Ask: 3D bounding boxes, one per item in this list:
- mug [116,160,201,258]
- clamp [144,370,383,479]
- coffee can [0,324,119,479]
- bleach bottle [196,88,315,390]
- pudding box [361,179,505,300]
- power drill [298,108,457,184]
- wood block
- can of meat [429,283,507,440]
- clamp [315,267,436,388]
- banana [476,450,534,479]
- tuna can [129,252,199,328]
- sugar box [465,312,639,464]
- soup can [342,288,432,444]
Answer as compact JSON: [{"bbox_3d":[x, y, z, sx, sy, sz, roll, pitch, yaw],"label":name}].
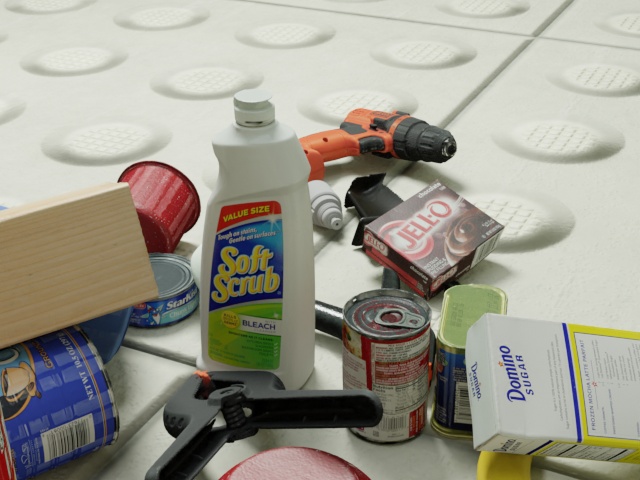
[{"bbox_3d":[-0.186,-0.017,1.078,0.117,0.093,0.081,-24,24,27],"label":"mug"},{"bbox_3d":[-0.070,0.130,0.771,0.164,0.036,0.210,-18,10,-23],"label":"clamp"},{"bbox_3d":[-0.234,0.129,0.782,0.140,0.103,0.103,-20,34,-31],"label":"coffee can"},{"bbox_3d":[-0.056,0.001,0.854,0.103,0.251,0.068,9,30,18],"label":"bleach bottle"},{"bbox_3d":[0.110,-0.002,1.043,0.090,0.039,0.113,38,50,26],"label":"pudding box"},{"bbox_3d":[0.039,-0.104,1.233,0.187,0.057,0.185,-17,21,-31],"label":"power drill"},{"bbox_3d":[-0.236,0.027,0.785,0.205,0.091,0.090,-18,10,-21],"label":"wood block"},{"bbox_3d":[0.120,0.094,0.850,0.057,0.084,0.102,4,29,10],"label":"can of meat"},{"bbox_3d":[0.055,0.074,0.940,0.120,0.039,0.172,-24,39,-27],"label":"clamp"},{"bbox_3d":[0.144,0.181,0.739,0.069,0.037,0.197,0,29,5],"label":"banana"},{"bbox_3d":[-0.156,0.047,1.003,0.086,0.034,0.086,-1,28,0],"label":"tuna can"},{"bbox_3d":[0.194,0.110,0.774,0.176,0.048,0.093,7,61,-14],"label":"sugar box"},{"bbox_3d":[0.051,0.098,0.827,0.068,0.102,0.068,-1,28,0],"label":"soup can"}]
